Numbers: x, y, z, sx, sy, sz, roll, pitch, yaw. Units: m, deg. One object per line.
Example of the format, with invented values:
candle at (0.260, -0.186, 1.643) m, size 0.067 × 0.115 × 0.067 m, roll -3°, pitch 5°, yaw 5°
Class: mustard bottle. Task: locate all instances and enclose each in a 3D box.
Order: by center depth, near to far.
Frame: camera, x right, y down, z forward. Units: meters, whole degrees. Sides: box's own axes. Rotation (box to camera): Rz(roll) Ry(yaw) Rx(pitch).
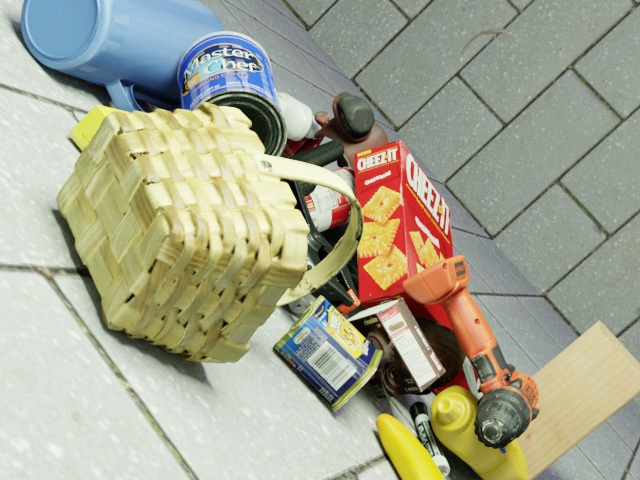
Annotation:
mustard bottle at (0.163, 0.206, 1.145) m, size 0.191 × 0.058 × 0.096 m, roll 46°, pitch 13°, yaw -53°

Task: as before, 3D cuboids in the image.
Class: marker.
marker at (0.115, 0.209, 1.133) m, size 0.020 × 0.020 × 0.121 m, roll 42°, pitch 13°, yaw -22°

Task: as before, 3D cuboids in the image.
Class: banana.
banana at (0.091, 0.225, 0.960) m, size 0.069 × 0.037 × 0.198 m, roll 44°, pitch 13°, yaw -19°

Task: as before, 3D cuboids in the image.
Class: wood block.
wood block at (0.295, 0.202, 1.318) m, size 0.090 × 0.206 × 0.090 m, roll 49°, pitch 13°, yaw 8°

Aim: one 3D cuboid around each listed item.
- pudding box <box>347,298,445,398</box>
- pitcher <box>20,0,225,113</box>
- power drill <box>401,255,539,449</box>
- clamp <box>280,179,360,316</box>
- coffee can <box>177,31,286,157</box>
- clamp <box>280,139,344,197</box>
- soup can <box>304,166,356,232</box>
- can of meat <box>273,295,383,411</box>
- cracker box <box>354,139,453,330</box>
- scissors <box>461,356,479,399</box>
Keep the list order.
pudding box at (0.070, 0.111, 1.086) m, size 0.090 × 0.039 × 0.114 m, roll 59°, pitch -25°, yaw 0°
pitcher at (-0.207, -0.209, 1.153) m, size 0.149 × 0.145 × 0.242 m, roll 38°, pitch 13°, yaw 18°
power drill at (0.152, 0.110, 1.067) m, size 0.188 × 0.057 × 0.184 m, roll 63°, pitch 16°, yaw 5°
clamp at (-0.015, 0.000, 1.097) m, size 0.171 × 0.039 × 0.120 m, roll 54°, pitch 29°, yaw 0°
coffee can at (-0.094, -0.141, 1.104) m, size 0.102 × 0.103 × 0.140 m, roll 39°, pitch 20°, yaw -30°
clamp at (-0.061, -0.084, 1.267) m, size 0.164 × 0.036 × 0.210 m, roll 3°, pitch 23°, yaw 5°
soup can at (-0.003, -0.045, 1.302) m, size 0.102 × 0.069 × 0.068 m, roll -19°, pitch 56°, yaw -28°
can of meat at (0.008, 0.105, 1.017) m, size 0.084 × 0.057 × 0.102 m, roll 45°, pitch 12°, yaw 1°
cracker box at (0.106, 0.014, 1.271) m, size 0.164 × 0.072 × 0.213 m, roll 48°, pitch 34°, yaw -47°
scissors at (0.187, 0.155, 1.294) m, size 0.096 × 0.016 × 0.202 m, roll 40°, pitch 15°, yaw -27°
